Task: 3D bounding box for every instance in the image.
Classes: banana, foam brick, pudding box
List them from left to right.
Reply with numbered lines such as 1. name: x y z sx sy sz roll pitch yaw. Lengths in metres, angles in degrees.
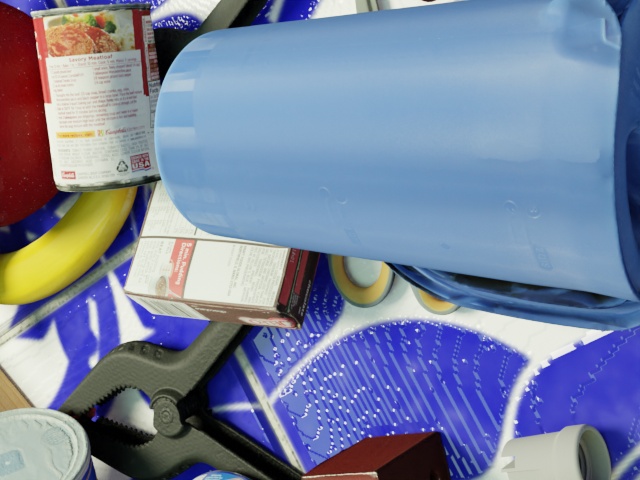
1. banana: -0.191 0.003 0.733 0.198 0.037 0.069 -19 90 32
2. pudding box: -0.054 0.001 0.631 0.114 0.039 0.090 4 70 28
3. foam brick: 0.034 0.144 0.602 0.051 0.078 0.053 -11 93 33

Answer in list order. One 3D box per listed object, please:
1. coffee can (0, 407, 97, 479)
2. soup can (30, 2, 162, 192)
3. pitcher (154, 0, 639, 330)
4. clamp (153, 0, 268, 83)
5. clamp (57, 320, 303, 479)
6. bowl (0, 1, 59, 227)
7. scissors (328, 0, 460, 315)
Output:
1. coffee can: -0.190 0.197 0.704 0.103 0.102 0.140 13 126 28
2. soup can: -0.127 -0.084 0.620 0.069 0.068 0.102 2 104 30
3. pitcher: 0.048 -0.040 0.503 0.243 0.144 0.149 5 89 33
4. clamp: -0.072 -0.104 0.642 0.172 0.039 0.120 1 98 30
5. clamp: -0.087 0.098 0.689 0.210 0.036 0.164 -2 97 28
6. bowl: -0.192 -0.083 0.680 0.162 0.055 0.162 173 90 -76
7. scissors: 0.025 -0.048 0.609 0.096 0.016 0.202 -24 86 32
